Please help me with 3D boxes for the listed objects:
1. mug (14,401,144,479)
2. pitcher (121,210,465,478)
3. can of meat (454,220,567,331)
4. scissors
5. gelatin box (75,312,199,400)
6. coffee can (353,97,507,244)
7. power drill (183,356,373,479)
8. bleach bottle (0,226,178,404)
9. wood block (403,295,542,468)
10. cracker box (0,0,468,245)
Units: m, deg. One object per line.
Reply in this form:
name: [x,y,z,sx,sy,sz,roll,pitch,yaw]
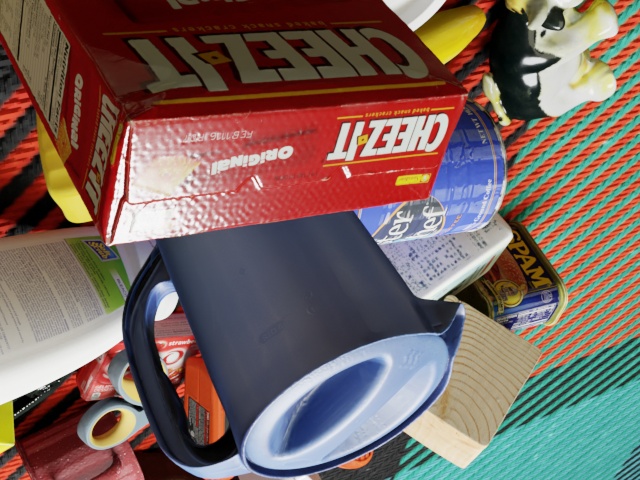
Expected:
mug: [-0.196,0.187,0.882,0.081,0.093,0.117,-26,-171,-17]
pitcher: [-0.041,0.017,0.650,0.148,0.243,0.145,-4,138,-36]
can of meat: [0.160,0.037,0.971,0.083,0.102,0.057,-11,143,-25]
scissors: [-0.137,0.150,0.880,0.096,0.016,0.201,-48,150,-15]
gelatin box: [-0.145,0.094,0.865,0.089,0.030,0.073,-1,136,-39]
coffee can: [0.047,-0.048,0.764,0.140,0.103,0.103,-8,141,-31]
power drill: [-0.023,0.122,0.907,0.187,0.057,0.184,-7,108,-34]
bleach bottle: [-0.165,0.043,0.681,0.068,0.102,0.250,-33,170,30]
wood block: [0.118,0.129,0.927,0.090,0.090,0.206,-55,168,-12]
cracker box: [-0.057,-0.102,0.506,0.163,0.214,0.072,-10,136,-30]
